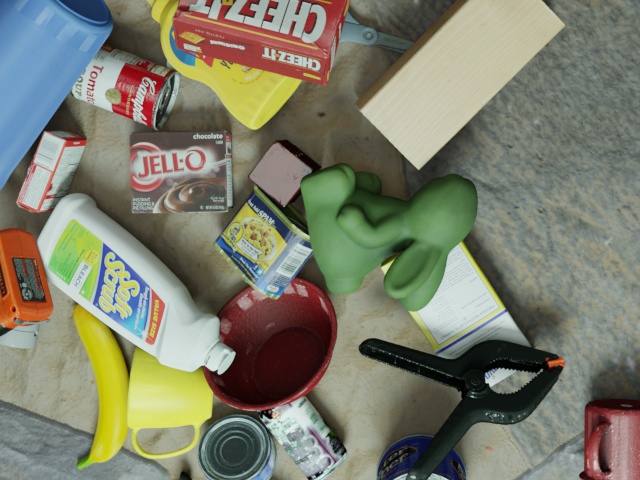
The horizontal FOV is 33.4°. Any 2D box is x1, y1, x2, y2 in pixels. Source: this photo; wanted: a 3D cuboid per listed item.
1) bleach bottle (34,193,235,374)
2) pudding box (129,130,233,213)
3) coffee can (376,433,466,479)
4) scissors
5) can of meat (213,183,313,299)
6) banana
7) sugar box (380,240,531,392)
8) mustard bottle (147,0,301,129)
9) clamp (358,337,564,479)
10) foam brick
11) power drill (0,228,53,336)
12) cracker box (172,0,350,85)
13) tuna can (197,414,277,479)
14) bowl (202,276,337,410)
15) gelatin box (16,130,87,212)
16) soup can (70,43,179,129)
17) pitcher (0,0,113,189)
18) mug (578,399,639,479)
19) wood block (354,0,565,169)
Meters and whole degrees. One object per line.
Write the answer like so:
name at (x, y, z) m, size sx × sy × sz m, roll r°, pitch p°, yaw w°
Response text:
bleach bottle at (-0.195, 0.056, 1.162) m, size 0.251 × 0.068 × 0.103 m, roll 34°, pitch 101°, yaw 15°
pudding box at (-0.155, -0.076, 1.187) m, size 0.113 × 0.039 × 0.090 m, roll -1°, pitch 95°, yaw 6°
coffee can at (0.108, 0.276, 1.144) m, size 0.103 × 0.140 × 0.103 m, roll 1°, pitch 96°, yaw 6°
scissors at (0.045, -0.242, 1.163) m, size 0.201 × 0.016 × 0.096 m, roll 0°, pitch 91°, yaw 0°
can of meat at (-0.058, 0.002, 1.161) m, size 0.084 × 0.057 × 0.102 m, roll -52°, pitch 55°, yaw 11°
banana at (-0.250, 0.171, 1.222) m, size 0.069 × 0.037 × 0.198 m, roll 1°, pitch 96°, yaw 5°
sugar box at (0.151, 0.076, 1.169) m, size 0.093 × 0.048 × 0.176 m, roll -32°, pitch 95°, yaw 8°
mustard bottle at (-0.113, -0.212, 1.145) m, size 0.192 × 0.058 × 0.096 m, roll 39°, pitch 88°, yaw 12°
clamp at (0.156, 0.163, 1.103) m, size 0.210 × 0.036 × 0.164 m, roll -6°, pitch 57°, yaw -8°
foam brick at (-0.038, -0.074, 1.156) m, size 0.053 × 0.078 × 0.051 m, roll 39°, pitch 99°, yaw 1°
power drill at (-0.388, 0.057, 1.179) m, size 0.188 × 0.057 × 0.184 m, roll -28°, pitch 75°, yaw 28°
cracker box at (-0.044, -0.285, 1.102) m, size 0.164 × 0.072 × 0.213 m, roll 14°, pitch 72°, yaw 4°
tuna can at (-0.093, 0.239, 1.192) m, size 0.086 × 0.033 × 0.086 m, roll -5°, pitch 57°, yaw 8°
bowl at (-0.046, 0.121, 1.164) m, size 0.162 × 0.055 × 0.162 m, roll -14°, pitch 53°, yaw 19°
gelatin box at (-0.298, -0.077, 1.184) m, size 0.030 × 0.073 × 0.089 m, roll 24°, pitch 98°, yaw 4°
soup can at (-0.214, -0.171, 1.169) m, size 0.102 × 0.068 × 0.068 m, roll 21°, pitch 97°, yaw 4°
pitcher at (-0.328, -0.178, 1.117) m, size 0.149 × 0.144 × 0.243 m, roll 48°, pitch 113°, yaw 5°
mug at (0.316, 0.216, 1.136) m, size 0.093 × 0.117 × 0.081 m, roll 1°, pitch 91°, yaw 46°
wood block at (0.141, -0.182, 1.117) m, size 0.091 × 0.090 × 0.206 m, roll 44°, pitch 98°, yaw -9°
